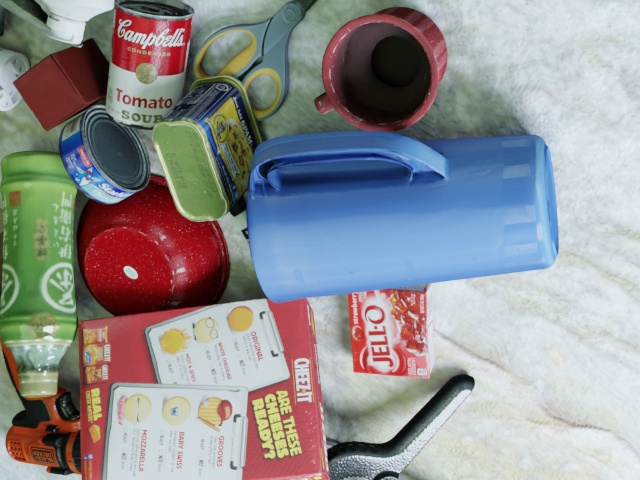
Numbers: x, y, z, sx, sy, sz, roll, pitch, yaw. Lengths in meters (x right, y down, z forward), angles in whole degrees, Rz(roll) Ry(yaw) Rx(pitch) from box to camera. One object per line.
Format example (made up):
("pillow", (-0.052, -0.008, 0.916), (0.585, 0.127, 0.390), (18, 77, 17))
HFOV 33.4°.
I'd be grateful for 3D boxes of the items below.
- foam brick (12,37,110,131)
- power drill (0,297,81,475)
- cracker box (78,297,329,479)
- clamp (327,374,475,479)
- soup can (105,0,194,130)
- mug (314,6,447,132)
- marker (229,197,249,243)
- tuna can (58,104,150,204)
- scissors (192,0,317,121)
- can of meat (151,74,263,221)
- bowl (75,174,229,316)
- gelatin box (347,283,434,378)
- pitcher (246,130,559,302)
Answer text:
("foam brick", (-0.224, -0.139, 0.951), (0.051, 0.078, 0.053), (-28, 100, 24))
("power drill", (-0.262, 0.148, 1.071), (0.185, 0.057, 0.187), (-2, 107, 31))
("cracker box", (-0.106, 0.146, 0.965), (0.214, 0.072, 0.164), (-7, 72, 6))
("clamp", (0.068, 0.230, 0.991), (0.210, 0.036, 0.164), (-21, 106, -2))
("soup can", (-0.149, -0.155, 0.926), (0.068, 0.068, 0.102), (16, 115, 11))
("mug", (0.047, -0.136, 0.862), (0.117, 0.081, 0.093), (-30, 99, 25))
("marker", (-0.056, 0.001, 0.985), (0.020, 0.020, 0.121), (-28, 100, 25))
("tuna can", (-0.194, -0.077, 0.962), (0.034, 0.086, 0.086), (-26, 101, 26))
("scissors", (-0.020, -0.172, 0.906), (0.202, 0.016, 0.096), (-25, 103, 25))
("can of meat", (-0.095, -0.078, 0.919), (0.058, 0.083, 0.102), (-3, 121, 26))
("bowl", (-0.170, 0.021, 1.010), (0.162, 0.055, 0.162), (6, 112, 15))
("gelatin box", (0.065, 0.080, 0.970), (0.073, 0.030, 0.089), (3, 111, 17))
("pitcher", (0.065, -0.027, 0.870), (0.243, 0.149, 0.145), (-5, 99, 16))
